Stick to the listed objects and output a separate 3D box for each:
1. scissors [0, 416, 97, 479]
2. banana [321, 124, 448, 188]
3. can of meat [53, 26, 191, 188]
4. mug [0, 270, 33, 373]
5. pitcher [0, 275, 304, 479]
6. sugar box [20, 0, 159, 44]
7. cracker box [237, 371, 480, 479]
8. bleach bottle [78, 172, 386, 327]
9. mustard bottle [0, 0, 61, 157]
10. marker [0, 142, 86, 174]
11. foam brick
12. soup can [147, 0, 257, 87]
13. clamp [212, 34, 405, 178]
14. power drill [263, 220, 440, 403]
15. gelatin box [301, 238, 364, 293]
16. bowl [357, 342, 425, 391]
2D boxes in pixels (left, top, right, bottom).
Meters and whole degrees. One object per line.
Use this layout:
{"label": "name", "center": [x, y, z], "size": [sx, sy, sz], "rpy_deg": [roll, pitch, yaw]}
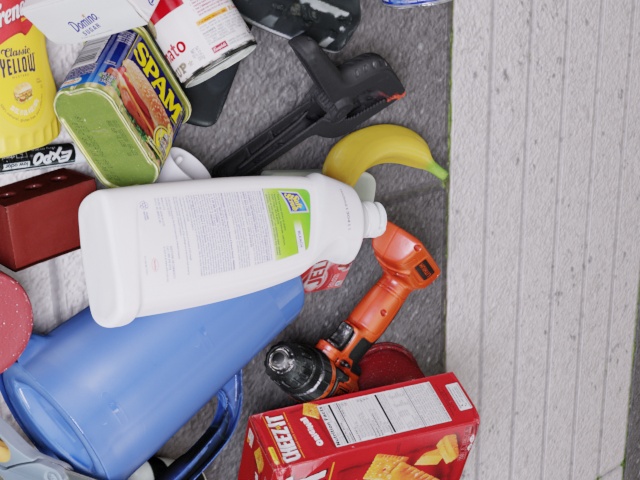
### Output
{"label": "scissors", "center": [-0.203, 0.184, 0.796], "size": [0.016, 0.202, 0.096], "rpy_deg": [-47, 158, -51]}
{"label": "banana", "center": [0.054, -0.079, 1.016], "size": [0.197, 0.070, 0.037], "rpy_deg": [-15, 145, -50]}
{"label": "can of meat", "center": [-0.149, -0.100, 0.806], "size": [0.084, 0.058, 0.102], "rpy_deg": [-76, 146, -45]}
{"label": "mug", "center": [-0.266, 0.059, 0.756], "size": [0.117, 0.082, 0.093], "rpy_deg": [-43, 128, -25]}
{"label": "pitcher", "center": [-0.123, 0.094, 0.869], "size": [0.242, 0.145, 0.149], "rpy_deg": [-39, 153, -31]}
{"label": "sugar box", "center": [-0.132, -0.218, 0.747], "size": [0.048, 0.094, 0.176], "rpy_deg": [45, 53, -42]}
{"label": "cracker box", "center": [0.032, 0.221, 1.015], "size": [0.213, 0.072, 0.164], "rpy_deg": [-9, 134, -23]}
{"label": "bleach bottle", "center": [-0.055, 0.001, 0.829], "size": [0.250, 0.068, 0.102], "rpy_deg": [-6, 85, -33]}
{"label": "mustard bottle", "center": [-0.230, -0.156, 0.735], "size": [0.096, 0.058, 0.192], "rpy_deg": [-29, 122, -55]}
{"label": "marker", "center": [-0.207, -0.064, 0.815], "size": [0.120, 0.020, 0.020], "rpy_deg": [-12, 111, -40]}
{"label": "foam brick", "center": [-0.212, -0.017, 0.804], "size": [0.078, 0.053, 0.051], "rpy_deg": [-23, 118, -37]}
{"label": "soup can", "center": [-0.101, -0.177, 0.816], "size": [0.068, 0.069, 0.102], "rpy_deg": [-33, 95, -31]}
{"label": "clamp", "center": [0.000, -0.117, 0.954], "size": [0.209, 0.036, 0.165], "rpy_deg": [-15, 151, -54]}
{"label": "power drill", "center": [0.030, 0.074, 1.009], "size": [0.187, 0.057, 0.184], "rpy_deg": [-54, 157, -4]}
{"label": "gelatin box", "center": [0.001, 0.009, 1.002], "size": [0.073, 0.030, 0.089], "rpy_deg": [-8, 135, -42]}
{"label": "bowl", "center": [0.071, 0.192, 1.130], "size": [0.161, 0.055, 0.162], "rpy_deg": [-14, 112, -39]}
